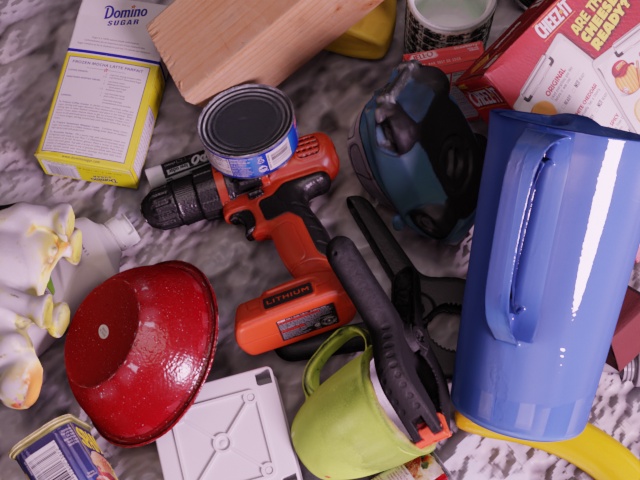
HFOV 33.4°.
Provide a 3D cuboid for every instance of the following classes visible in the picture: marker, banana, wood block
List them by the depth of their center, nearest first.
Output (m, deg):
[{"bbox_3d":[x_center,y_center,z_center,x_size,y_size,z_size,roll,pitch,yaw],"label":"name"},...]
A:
[{"bbox_3d":[0.208,0.180,0.881,0.198,0.037,0.069,36,75,13],"label":"banana"},{"bbox_3d":[-0.041,-0.211,0.950,0.206,0.090,0.091,-35,70,20],"label":"wood block"},{"bbox_3d":[-0.102,-0.077,0.988,0.121,0.020,0.020,-20,72,-5],"label":"marker"}]

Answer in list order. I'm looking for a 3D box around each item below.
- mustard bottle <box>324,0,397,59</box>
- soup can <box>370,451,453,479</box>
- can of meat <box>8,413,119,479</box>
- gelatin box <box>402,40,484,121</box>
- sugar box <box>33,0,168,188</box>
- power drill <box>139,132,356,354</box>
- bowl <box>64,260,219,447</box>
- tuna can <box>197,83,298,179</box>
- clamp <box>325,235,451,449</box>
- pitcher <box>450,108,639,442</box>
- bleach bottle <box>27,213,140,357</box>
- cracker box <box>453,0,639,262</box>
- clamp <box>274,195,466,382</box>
[{"bbox_3d":[0.045,-0.273,1.031,0.096,0.058,0.191,16,72,9],"label":"mustard bottle"},{"bbox_3d":[0.060,0.219,0.855,0.102,0.068,0.068,-31,73,-9],"label":"soup can"},{"bbox_3d":[-0.195,0.193,0.854,0.057,0.102,0.084,-33,75,-9],"label":"can of meat"},{"bbox_3d":[0.110,-0.139,0.966,0.073,0.089,0.030,-11,62,-3],"label":"gelatin box"},{"bbox_3d":[-0.197,-0.141,1.000,0.093,0.048,0.176,10,68,5],"label":"sugar box"},{"bbox_3d":[-0.056,0.001,0.920,0.184,0.057,0.188,-19,57,2],"label":"power drill"},{"bbox_3d":[-0.158,0.083,0.869,0.162,0.055,0.162,-20,57,34],"label":"bowl"},{"bbox_3d":[-0.062,-0.095,0.933,0.086,0.034,0.086,-6,52,7],"label":"tuna can"},{"bbox_3d":[0.056,0.074,0.828,0.039,0.120,0.171,-37,48,28],"label":"clamp"},{"bbox_3d":[0.167,0.025,0.808,0.149,0.145,0.243,6,102,-16],"label":"pitcher"},{"bbox_3d":[-0.262,0.065,0.922,0.250,0.068,0.102,-36,74,-13],"label":"bleach bottle"},{"bbox_3d":[0.244,-0.112,0.921,0.164,0.072,0.213,-45,103,-13],"label":"cracker box"},{"bbox_3d":[0.082,0.055,0.928,0.210,0.036,0.164,16,71,9],"label":"clamp"}]
